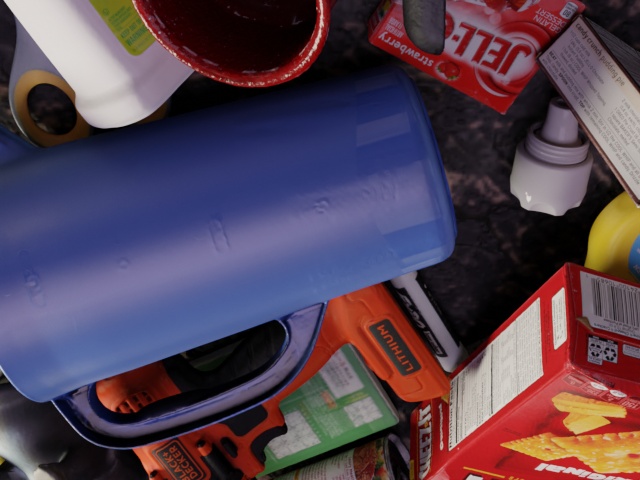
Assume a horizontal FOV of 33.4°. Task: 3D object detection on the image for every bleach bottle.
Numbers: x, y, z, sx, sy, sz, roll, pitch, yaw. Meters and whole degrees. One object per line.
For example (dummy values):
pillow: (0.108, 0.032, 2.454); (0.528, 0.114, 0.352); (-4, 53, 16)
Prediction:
bleach bottle: (-0.140, -0.175, 0.470); (0.068, 0.102, 0.250); (2, 138, 50)

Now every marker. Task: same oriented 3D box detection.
marker: (0.061, 0.037, 0.668); (0.020, 0.020, 0.121); (-24, 122, 14)

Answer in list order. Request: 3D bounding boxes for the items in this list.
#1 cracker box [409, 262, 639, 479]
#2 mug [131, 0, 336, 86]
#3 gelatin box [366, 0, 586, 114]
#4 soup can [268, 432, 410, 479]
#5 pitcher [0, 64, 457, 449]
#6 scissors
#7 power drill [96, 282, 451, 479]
cracker box: (0.170, 0.112, 0.651); (0.164, 0.072, 0.214); (16, 144, -12)
mug: (-0.027, -0.136, 0.457); (0.093, 0.081, 0.117); (14, 138, 15)
gelatin box: (0.080, -0.117, 0.556); (0.089, 0.030, 0.073); (26, 120, -18)
soup can: (0.015, 0.182, 0.738); (0.102, 0.068, 0.068); (-23, 122, 14)
pitcher: (-0.054, 0.001, 0.568); (0.243, 0.145, 0.149); (-16, 142, 2)
scissors: (-0.166, -0.119, 0.555); (0.096, 0.016, 0.201); (-38, 117, 22)
power drill: (-0.018, 0.108, 0.657); (0.187, 0.057, 0.184); (-33, 114, 1)
